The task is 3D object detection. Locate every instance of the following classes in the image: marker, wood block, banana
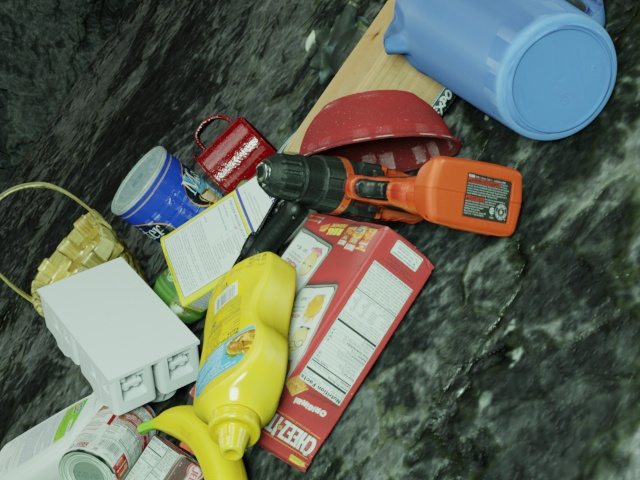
[{"bbox_3d":[0.123,-0.137,1.098,0.121,0.020,0.020,-55,24,-6],"label":"marker"},{"bbox_3d":[0.065,-0.151,1.135,0.206,0.090,0.091,-56,23,-8],"label":"wood block"},{"bbox_3d":[-0.103,0.204,0.969,0.069,0.037,0.198,-53,39,4],"label":"banana"}]

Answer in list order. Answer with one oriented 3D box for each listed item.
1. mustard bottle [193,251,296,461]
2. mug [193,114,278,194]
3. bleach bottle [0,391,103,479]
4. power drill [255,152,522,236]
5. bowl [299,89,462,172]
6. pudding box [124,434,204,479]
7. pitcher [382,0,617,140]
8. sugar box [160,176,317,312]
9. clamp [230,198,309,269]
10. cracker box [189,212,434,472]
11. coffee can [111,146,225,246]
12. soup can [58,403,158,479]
[{"bbox_3d":[-0.064,0.101,0.877,0.096,0.058,0.191,-40,27,30],"label":"mustard bottle"},{"bbox_3d":[-0.111,-0.113,1.377,0.081,0.117,0.093,-45,-9,4],"label":"mug"},{"bbox_3d":[-0.298,0.243,1.273,0.251,0.068,0.102,-33,30,32],"label":"bleach bottle"},{"bbox_3d":[0.061,-0.044,0.904,0.188,0.184,0.057,10,93,56],"label":"power drill"},{"bbox_3d":[0.050,-0.102,1.004,0.162,0.161,0.055,-19,75,52],"label":"bowl"},{"bbox_3d":[-0.168,0.254,1.051,0.113,0.039,0.090,-55,22,-12],"label":"pudding box"},{"bbox_3d":[0.172,-0.181,0.957,0.149,0.144,0.243,-59,25,14],"label":"pitcher"},{"bbox_3d":[-0.088,-0.003,1.178,0.176,0.048,0.093,-30,65,16],"label":"sugar box"},{"bbox_3d":[-0.057,0.001,1.097,0.172,0.039,0.120,-52,6,26],"label":"clamp"},{"bbox_3d":[-0.010,0.084,0.964,0.213,0.072,0.164,-57,24,-9],"label":"cracker box"},{"bbox_3d":[-0.178,-0.037,1.349,0.103,0.140,0.103,-41,26,24],"label":"coffee can"},{"bbox_3d":[-0.223,0.219,1.128,0.069,0.068,0.102,-37,10,31],"label":"soup can"}]
